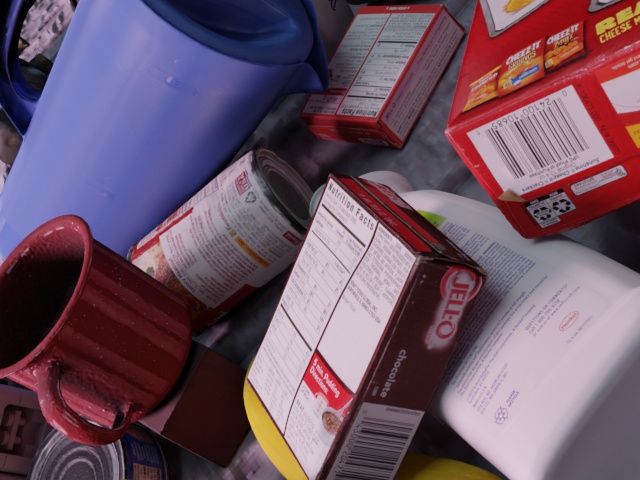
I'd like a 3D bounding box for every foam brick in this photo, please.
[{"bbox_3d":[-0.078,0.084,0.596,0.078,0.051,0.053,14,71,51],"label":"foam brick"}]

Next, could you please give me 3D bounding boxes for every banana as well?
[{"bbox_3d":[0.010,0.092,0.509,0.069,0.037,0.198,-53,36,1],"label":"banana"}]

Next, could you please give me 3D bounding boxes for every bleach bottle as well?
[{"bbox_3d":[0.065,0.020,0.493,0.102,0.068,0.251,-52,34,2],"label":"bleach bottle"}]

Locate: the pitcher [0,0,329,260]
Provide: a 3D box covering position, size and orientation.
[{"bbox_3d":[-0.122,-0.076,0.655,0.243,0.144,0.149,-51,60,36],"label":"pitcher"}]

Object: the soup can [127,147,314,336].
[{"bbox_3d":[-0.054,0.001,0.628,0.102,0.068,0.068,-37,39,17],"label":"soup can"}]

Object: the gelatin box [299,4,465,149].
[{"bbox_3d":[0.037,-0.101,0.651,0.073,0.030,0.089,12,69,49],"label":"gelatin box"}]

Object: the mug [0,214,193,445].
[{"bbox_3d":[-0.120,0.054,0.552,0.093,0.081,0.117,-37,40,20],"label":"mug"}]

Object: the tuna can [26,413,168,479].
[{"bbox_3d":[-0.127,0.141,0.599,0.086,0.033,0.086,-17,61,33],"label":"tuna can"}]

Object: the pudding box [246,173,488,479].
[{"bbox_3d":[0.015,0.039,0.456,0.113,0.039,0.090,-66,30,16],"label":"pudding box"}]
